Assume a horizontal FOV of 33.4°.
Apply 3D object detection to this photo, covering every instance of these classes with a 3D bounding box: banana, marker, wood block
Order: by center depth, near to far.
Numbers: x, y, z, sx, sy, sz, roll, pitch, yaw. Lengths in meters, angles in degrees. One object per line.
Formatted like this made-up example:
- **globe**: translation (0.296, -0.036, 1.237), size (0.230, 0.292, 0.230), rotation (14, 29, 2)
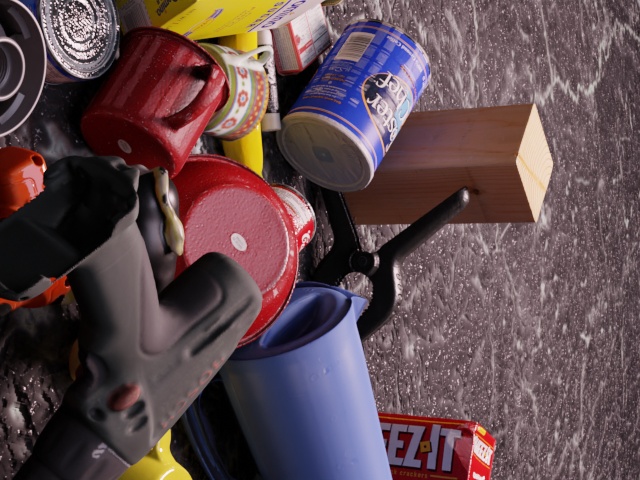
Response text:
- **banana**: translation (-0.072, -0.141, 0.949), size (0.069, 0.037, 0.198), rotation (-95, -177, -81)
- **marker**: translation (-0.051, -0.163, 0.993), size (0.020, 0.020, 0.121), rotation (-8, 92, -61)
- **wood block**: translation (0.127, -0.077, 1.126), size (0.090, 0.206, 0.090), rotation (62, 40, -40)

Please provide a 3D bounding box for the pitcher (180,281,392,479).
- **pitcher**: translation (-0.017, 0.172, 0.942), size (0.144, 0.149, 0.243), rotation (-59, 137, -60)

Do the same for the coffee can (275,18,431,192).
- **coffee can**: translation (0.034, -0.132, 1.043), size (0.140, 0.103, 0.102), rotation (-59, 139, -29)

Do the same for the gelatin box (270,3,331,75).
- **gelatin box**: translation (-0.026, -0.215, 1.036), size (0.073, 0.030, 0.089), rotation (-51, 133, -50)

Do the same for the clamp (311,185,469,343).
- **clamp**: translation (0.037, 0.013, 1.080), size (0.210, 0.165, 0.036), rotation (-67, 166, 3)

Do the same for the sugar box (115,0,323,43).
- **sugar box**: translation (-0.069, -0.197, 0.853), size (0.175, 0.094, 0.048), rotation (-17, 87, -46)

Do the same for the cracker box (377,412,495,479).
- **cracker box**: translation (0.073, 0.283, 1.068), size (0.072, 0.164, 0.213), rotation (48, 50, -53)

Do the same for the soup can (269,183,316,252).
- **soup can**: translation (-0.056, 0.001, 0.938), size (0.102, 0.069, 0.068), rotation (-47, 129, -50)

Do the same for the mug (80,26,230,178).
- **mug**: translation (-0.117, -0.099, 0.788), size (0.093, 0.117, 0.081), rotation (47, 53, -34)

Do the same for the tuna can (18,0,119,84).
- **tuna can**: translation (-0.180, -0.154, 0.753), size (0.086, 0.034, 0.086), rotation (2, 88, -61)

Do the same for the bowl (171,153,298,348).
- **bowl**: translation (-0.077, 0.005, 0.836), size (0.161, 0.055, 0.162), rotation (5, 79, -29)
